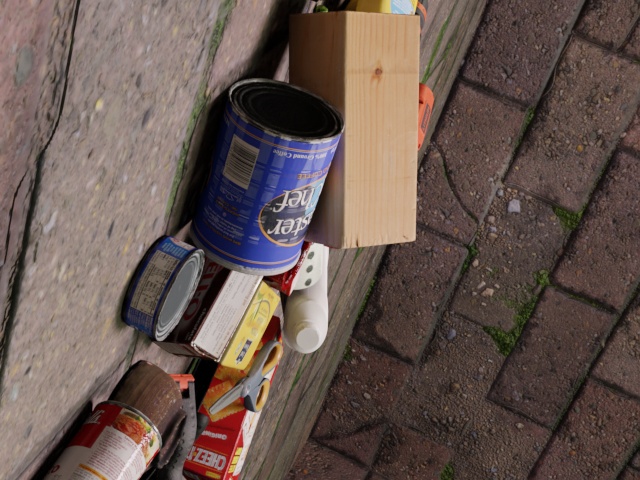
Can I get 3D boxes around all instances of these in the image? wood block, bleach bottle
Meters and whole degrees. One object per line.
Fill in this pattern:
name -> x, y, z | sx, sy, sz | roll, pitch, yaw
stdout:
wood block -> 0.030, -0.103, 0.982 | 0.090, 0.090, 0.206 | -5, 101, -35
bleach bottle -> -0.020, 0.070, 1.374 | 0.251, 0.068, 0.102 | -99, -164, -72

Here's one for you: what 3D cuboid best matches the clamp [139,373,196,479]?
clamp -> -0.158, 0.224, 1.102 | 0.039, 0.120, 0.172 | -2, 119, -41

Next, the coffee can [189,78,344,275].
coffee can -> -0.048, -0.055, 0.930 | 0.102, 0.103, 0.140 | -54, 166, -58

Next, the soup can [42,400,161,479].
soup can -> -0.187, 0.194, 0.892 | 0.102, 0.068, 0.069 | -58, 169, -44

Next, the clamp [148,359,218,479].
clamp -> -0.169, 0.239, 1.202 | 0.210, 0.036, 0.164 | -62, -172, 10

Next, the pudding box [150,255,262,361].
pudding box -> -0.103, 0.055, 1.000 | 0.090, 0.039, 0.113 | -5, -125, 59

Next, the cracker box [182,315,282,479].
cracker box -> -0.113, 0.205, 1.356 | 0.164, 0.072, 0.213 | 92, 17, -71

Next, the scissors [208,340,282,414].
scissors -> -0.088, 0.179, 1.205 | 0.201, 0.016, 0.096 | -48, 151, -60

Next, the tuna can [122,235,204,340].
tuna can -> -0.133, 0.040, 0.906 | 0.086, 0.034, 0.086 | 25, 89, -83
